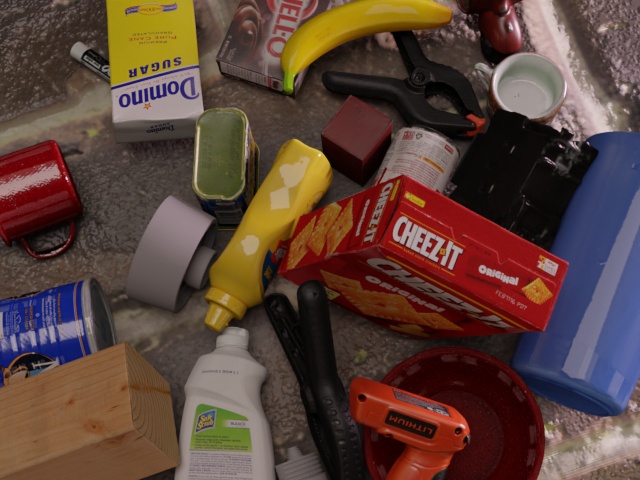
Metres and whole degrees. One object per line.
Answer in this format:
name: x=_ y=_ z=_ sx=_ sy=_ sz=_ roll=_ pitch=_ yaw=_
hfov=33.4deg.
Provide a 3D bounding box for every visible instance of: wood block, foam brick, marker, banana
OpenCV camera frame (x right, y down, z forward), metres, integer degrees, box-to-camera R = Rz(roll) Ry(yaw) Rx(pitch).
wood block: x=-0.241 y=0.178 z=0.948 sx=0.206 sy=0.090 sz=0.090 roll=-21 pitch=51 yaw=9
foam brick: x=0.036 y=-0.098 z=1.060 sx=0.051 sy=0.078 sz=0.053 roll=35 pitch=77 yaw=12
marker: x=-0.214 y=-0.172 z=1.131 sx=0.121 sy=0.020 sz=0.020 roll=35 pitch=77 yaw=14
banana: x=0.036 y=-0.211 z=1.086 sx=0.197 sy=0.037 sz=0.069 roll=-26 pitch=78 yaw=-10

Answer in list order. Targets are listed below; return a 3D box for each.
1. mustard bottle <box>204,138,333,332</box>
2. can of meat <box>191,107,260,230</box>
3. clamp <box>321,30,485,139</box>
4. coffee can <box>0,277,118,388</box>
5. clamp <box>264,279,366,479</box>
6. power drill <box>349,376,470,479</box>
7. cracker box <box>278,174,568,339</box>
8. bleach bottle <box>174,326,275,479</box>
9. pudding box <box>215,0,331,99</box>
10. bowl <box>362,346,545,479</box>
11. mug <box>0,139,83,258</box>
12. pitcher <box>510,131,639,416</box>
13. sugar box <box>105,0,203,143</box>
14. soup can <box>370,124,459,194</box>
mustard bottle: x=-0.056 y=0.001 z=1.021 sx=0.058 sy=0.096 sz=0.191 roll=28 pitch=75 yaw=7
can of meat: x=-0.093 y=-0.071 z=1.055 sx=0.057 sy=0.084 sz=0.102 roll=0 pitch=72 yaw=3
clamp: x=0.089 y=-0.155 z=1.096 sx=0.120 sy=0.039 sz=0.171 roll=-41 pitch=70 yaw=-9
coffee can: x=-0.270 y=0.100 z=1.000 sx=0.140 sy=0.103 sz=0.103 roll=-13 pitch=71 yaw=-1
clamp: x=-0.002 y=0.135 z=0.976 sx=0.036 sy=0.165 sz=0.210 roll=-17 pitch=94 yaw=-14
power drill: x=0.033 y=0.214 z=0.896 sx=0.184 sy=0.057 sz=0.188 roll=18 pitch=98 yaw=-6
cracker box: x=0.079 y=0.025 z=0.919 sx=0.164 sy=0.214 sz=0.072 roll=26 pitch=74 yaw=-18
bleach bottle: x=-0.081 y=0.204 z=0.976 sx=0.102 sy=0.068 sz=0.251 roll=3 pitch=69 yaw=1
pudding box: x=-0.048 y=-0.216 z=1.124 sx=0.090 sy=0.039 sz=0.113 roll=19 pitch=74 yaw=8
bowl: x=0.121 y=0.179 z=0.966 sx=0.162 sy=0.055 sz=0.162 roll=-2 pitch=77 yaw=10
mug: x=-0.283 y=-0.039 z=1.062 sx=0.081 sy=0.093 sz=0.117 roll=-21 pitch=102 yaw=-9
pitcher: x=0.257 y=0.029 z=0.985 sx=0.145 sy=0.149 sz=0.242 roll=28 pitch=77 yaw=-14
sugar box: x=-0.172 y=-0.187 z=1.104 sx=0.093 sy=0.048 sz=0.176 roll=-6 pitch=61 yaw=-7
soup can: x=0.087 y=-0.054 z=1.047 sx=0.068 sy=0.068 sz=0.102 roll=23 pitch=74 yaw=11
